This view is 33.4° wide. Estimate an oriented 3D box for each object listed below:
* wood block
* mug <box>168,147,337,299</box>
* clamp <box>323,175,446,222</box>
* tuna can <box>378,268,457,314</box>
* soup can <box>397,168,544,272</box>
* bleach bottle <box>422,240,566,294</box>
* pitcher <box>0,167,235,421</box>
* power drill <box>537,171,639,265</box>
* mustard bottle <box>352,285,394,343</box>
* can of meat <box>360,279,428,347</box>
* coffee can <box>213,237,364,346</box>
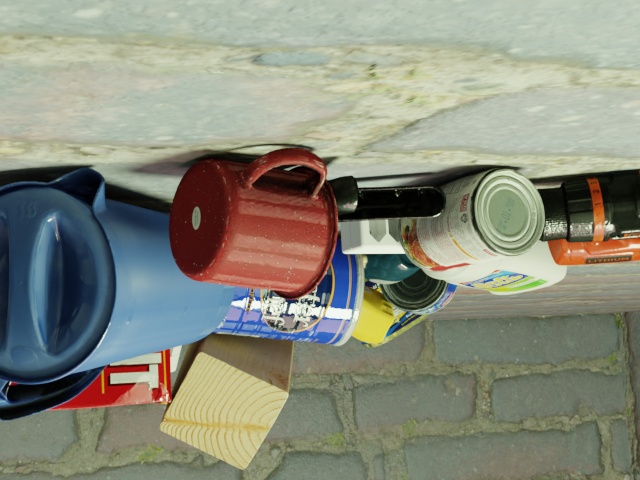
[{"bbox_3d":[-0.085,0.123,1.046,0.090,0.090,0.206,27,-164,-7],"label":"wood block"},{"bbox_3d":[-0.042,-0.017,0.705,0.081,0.093,0.117,8,138,-37],"label":"mug"},{"bbox_3d":[0.006,-0.026,0.807,0.120,0.039,0.172,9,173,-41],"label":"clamp"},{"bbox_3d":[0.107,0.038,1.178,0.086,0.086,0.033,-6,171,24],"label":"tuna can"},{"bbox_3d":[0.115,-0.015,0.826,0.068,0.068,0.102,0,172,-28],"label":"soup can"},{"bbox_3d":[0.161,0.017,1.077,0.103,0.068,0.250,-13,170,31],"label":"bleach bottle"},{"bbox_3d":[-0.161,0.040,0.803,0.149,0.145,0.242,-20,172,17],"label":"pitcher"},{"bbox_3d":[0.240,-0.016,0.917,0.184,0.057,0.187,-4,173,7],"label":"power drill"},{"bbox_3d":[-0.016,0.050,1.175,0.191,0.058,0.096,26,-172,-23],"label":"mustard bottle"},{"bbox_3d":[0.077,0.071,1.296,0.102,0.084,0.058,-29,-175,-27],"label":"can of meat"},{"bbox_3d":[-0.043,0.040,0.981,0.140,0.103,0.103,7,170,-20],"label":"coffee can"}]
